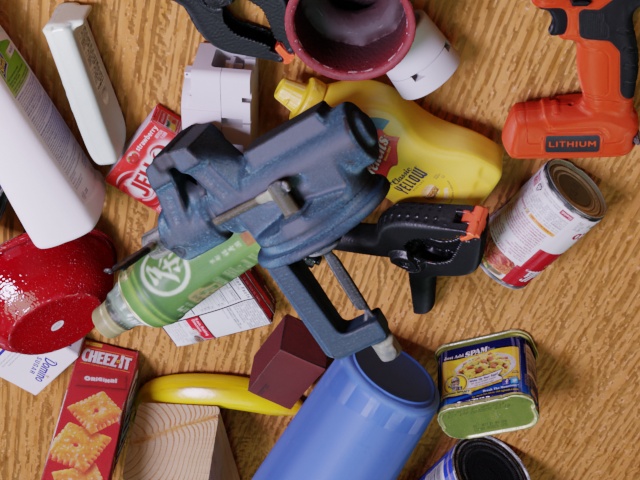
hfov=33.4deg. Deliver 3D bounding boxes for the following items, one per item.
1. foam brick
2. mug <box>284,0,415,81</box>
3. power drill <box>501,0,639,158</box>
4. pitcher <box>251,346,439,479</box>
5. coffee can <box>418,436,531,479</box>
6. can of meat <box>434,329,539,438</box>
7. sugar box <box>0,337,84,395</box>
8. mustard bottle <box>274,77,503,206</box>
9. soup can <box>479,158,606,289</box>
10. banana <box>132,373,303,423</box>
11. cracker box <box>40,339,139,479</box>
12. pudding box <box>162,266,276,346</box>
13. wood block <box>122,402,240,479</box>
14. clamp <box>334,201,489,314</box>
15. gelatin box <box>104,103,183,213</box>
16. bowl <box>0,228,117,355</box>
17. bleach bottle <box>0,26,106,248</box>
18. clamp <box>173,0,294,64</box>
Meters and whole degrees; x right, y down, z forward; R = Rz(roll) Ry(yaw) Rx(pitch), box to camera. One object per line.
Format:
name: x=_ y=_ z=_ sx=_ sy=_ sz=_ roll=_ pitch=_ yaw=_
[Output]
foam brick: x=-0.033 y=0.123 z=1.083 sx=0.053 sy=0.051 sz=0.078 roll=26 pitch=130 yaw=-15
mug: x=0.026 y=-0.186 z=0.774 sx=0.093 sy=0.081 sz=0.117 roll=9 pitch=133 yaw=-1
power drill: x=0.178 y=-0.150 z=0.802 sx=0.184 sy=0.057 sz=0.188 roll=1 pitch=132 yaw=7
pitcher: x=0.015 y=0.214 z=1.076 sx=0.149 sy=0.144 sz=0.243 roll=42 pitch=117 yaw=24
coffee can: x=0.152 y=0.293 z=1.177 sx=0.102 sy=0.102 sz=0.140 roll=24 pitch=130 yaw=-14
can of meat: x=0.164 y=0.143 z=1.052 sx=0.102 sy=0.084 sz=0.057 roll=-15 pitch=128 yaw=20
sugar box: x=-0.340 y=0.085 z=1.095 sx=0.176 sy=0.048 sz=0.093 roll=33 pitch=128 yaw=-25
mustard bottle: x=0.049 y=-0.082 z=0.881 sx=0.191 sy=0.058 sz=0.096 roll=27 pitch=140 yaw=-15
soup can: x=0.186 y=-0.014 z=0.917 sx=0.068 sy=0.068 sz=0.102 roll=29 pitch=129 yaw=-18
banana: x=-0.119 y=0.168 z=1.149 sx=0.198 sy=0.037 sz=0.069 roll=-4 pitch=149 yaw=13
cracker box: x=-0.245 y=0.238 z=1.106 sx=0.072 sy=0.213 sz=0.164 roll=13 pitch=133 yaw=-7
pudding box: x=-0.112 y=0.053 z=1.039 sx=0.114 sy=0.039 sz=0.090 roll=-16 pitch=127 yaw=19
wood block: x=-0.146 y=0.268 z=1.178 sx=0.091 sy=0.090 sz=0.206 roll=2 pitch=143 yaw=6
clamp: x=0.068 y=0.003 z=0.925 sx=0.164 sy=0.036 sz=0.210 roll=26 pitch=157 yaw=-13
gelatin box: x=-0.137 y=-0.067 z=0.939 sx=0.073 sy=0.030 sz=0.089 roll=32 pitch=128 yaw=-20
bowl: x=-0.256 y=0.058 z=0.995 sx=0.162 sy=0.055 sz=0.162 roll=-24 pitch=151 yaw=-14
bleach bottle: x=-0.262 y=-0.119 z=0.876 sx=0.068 sy=0.102 sz=0.251 roll=-20 pitch=121 yaw=6
clamp: x=-0.076 y=-0.202 z=0.804 sx=0.171 sy=0.039 sz=0.120 roll=28 pitch=134 yaw=-25
